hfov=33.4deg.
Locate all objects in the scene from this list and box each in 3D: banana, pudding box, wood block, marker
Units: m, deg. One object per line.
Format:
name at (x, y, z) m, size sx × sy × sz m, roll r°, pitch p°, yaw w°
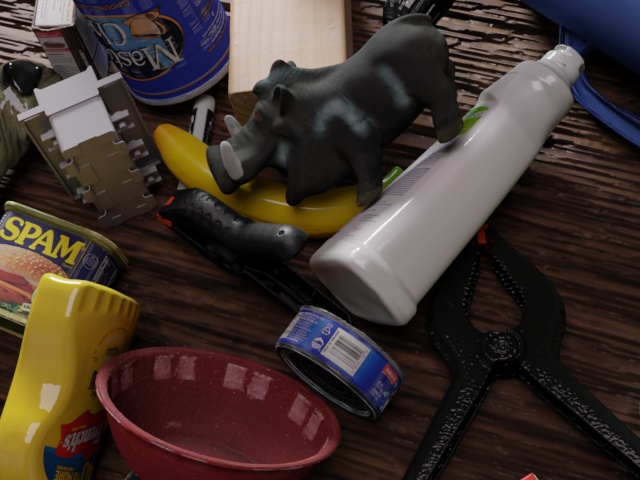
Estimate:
banana at (-0.038, -0.040, 0.811) m, size 0.198 × 0.037 × 0.069 m, roll 12°, pitch 56°, yaw 4°
pudding box at (-0.206, -0.195, 0.897) m, size 0.039 × 0.090 × 0.113 m, roll -5°, pitch 62°, yaw 5°
wood block at (-0.021, -0.180, 0.860) m, size 0.090 × 0.091 × 0.206 m, roll -5°, pitch 62°, yaw 6°
marker at (-0.097, -0.088, 0.863) m, size 0.020 × 0.020 × 0.121 m, roll 2°, pitch 62°, yaw 10°

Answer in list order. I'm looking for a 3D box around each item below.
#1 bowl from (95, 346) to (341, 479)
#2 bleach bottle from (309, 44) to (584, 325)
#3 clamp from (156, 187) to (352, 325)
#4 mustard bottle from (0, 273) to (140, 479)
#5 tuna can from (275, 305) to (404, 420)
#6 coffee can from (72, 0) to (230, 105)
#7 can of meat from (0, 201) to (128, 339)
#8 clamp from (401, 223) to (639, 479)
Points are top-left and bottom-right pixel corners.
bowl at (-0.070, 0.128, 0.692) m, size 0.162 × 0.161 × 0.055 m, roll 20°, pitch 106°, yaw 18°
bleach bottle at (0.105, -0.050, 0.762) m, size 0.250 × 0.103 × 0.068 m, roll -45°, pitch 104°, yaw -15°
clamp at (-0.055, 0.001, 0.756) m, size 0.172 × 0.120 × 0.039 m, roll 29°, pitch 63°, yaw 25°
mustard bottle at (-0.177, 0.123, 0.712) m, size 0.058 × 0.096 × 0.191 m, roll 11°, pitch 79°, yaw 15°
tuna can at (0.012, 0.083, 0.716) m, size 0.086 × 0.086 × 0.033 m, roll 30°, pitch 71°, yaw 22°
coffee can at (-0.137, -0.191, 0.843) m, size 0.103 × 0.140 × 0.103 m, roll -13°, pitch 49°, yaw 15°
can of meat at (-0.209, 0.029, 0.797) m, size 0.102 × 0.057 × 0.084 m, roll 19°, pitch 69°, yaw 18°
clamp at (0.135, 0.082, 0.724) m, size 0.164 × 0.036 × 0.210 m, roll -3°, pitch 59°, yaw 9°
